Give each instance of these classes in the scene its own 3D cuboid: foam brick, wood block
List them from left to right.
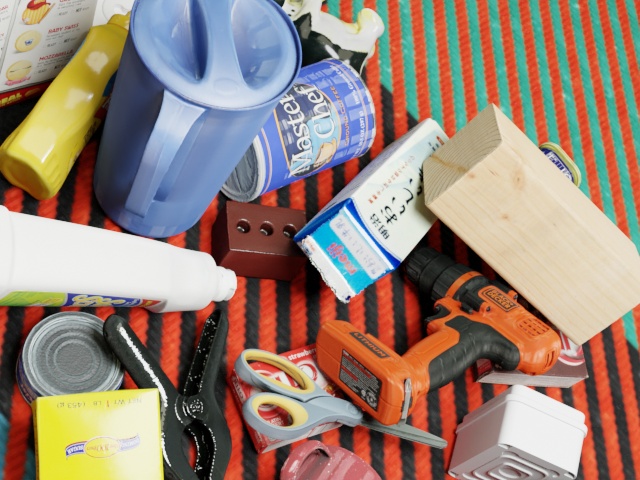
[{"bbox_3d":[-0.056,0.001,0.976,0.078,0.051,0.053,5,60,-20],"label":"foam brick"},{"bbox_3d":[0.196,-0.013,0.974,0.206,0.090,0.090,41,25,-18],"label":"wood block"}]

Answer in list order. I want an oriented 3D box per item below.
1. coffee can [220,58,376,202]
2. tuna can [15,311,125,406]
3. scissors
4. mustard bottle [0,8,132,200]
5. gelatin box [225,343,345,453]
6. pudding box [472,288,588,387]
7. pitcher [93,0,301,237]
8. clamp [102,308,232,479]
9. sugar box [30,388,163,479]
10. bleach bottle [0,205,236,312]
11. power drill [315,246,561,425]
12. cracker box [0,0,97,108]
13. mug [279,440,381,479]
[{"bbox_3d":[-0.032,-0.107,1.016,0.140,0.103,0.103,-24,74,-32],"label":"coffee can"},{"bbox_3d":[-0.202,0.101,0.868,0.086,0.034,0.086,10,59,-18],"label":"tuna can"},{"bbox_3d":[0.015,0.154,0.888,0.201,0.016,0.096,29,32,-5],"label":"scissors"},{"bbox_3d":[-0.206,-0.129,0.933,0.058,0.096,0.191,31,70,-3],"label":"mustard bottle"},{"bbox_3d":[-0.027,0.136,0.925,0.089,0.030,0.073,-13,68,-29],"label":"gelatin box"},{"bbox_3d":[0.198,0.094,1.038,0.113,0.039,0.090,5,61,-21],"label":"pudding box"},{"bbox_3d":[-0.120,-0.093,0.885,0.149,0.243,0.145,-18,70,-30],"label":"pitcher"},{"bbox_3d":[-0.120,0.133,0.865,0.120,0.039,0.171,8,64,-34],"label":"clamp"},{"bbox_3d":[-0.162,0.201,0.789,0.093,0.048,0.176,-2,78,-19],"label":"sugar box"},{"bbox_3d":[-0.170,0.025,0.861,0.250,0.103,0.068,8,73,-42],"label":"bleach bottle"},{"bbox_3d":[0.091,0.078,0.945,0.187,0.057,0.185,-21,40,-32],"label":"power drill"},{"bbox_3d":[-0.273,-0.201,0.899,0.163,0.214,0.072,-26,70,-32],"label":"cracker box"},{"bbox_3d":[-0.002,0.209,0.849,0.081,0.093,0.117,-48,129,-40],"label":"mug"}]
